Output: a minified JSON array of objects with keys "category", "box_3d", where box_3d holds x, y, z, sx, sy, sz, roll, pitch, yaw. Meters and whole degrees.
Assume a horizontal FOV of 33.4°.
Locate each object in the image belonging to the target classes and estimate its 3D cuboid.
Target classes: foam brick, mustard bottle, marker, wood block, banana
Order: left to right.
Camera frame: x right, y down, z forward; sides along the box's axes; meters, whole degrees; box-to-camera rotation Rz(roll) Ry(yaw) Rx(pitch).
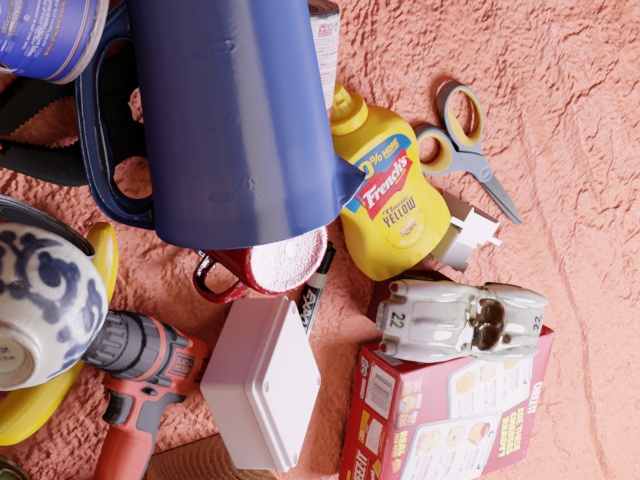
[{"category":"banana","box_3d":[-0.197,0.079,0.804,0.198,0.037,0.069,-61,170,-3]},{"category":"wood block","box_3d":[-0.101,0.292,0.971,0.090,0.090,0.206,-13,121,-32]},{"category":"marker","box_3d":[-0.010,0.056,0.961,0.020,0.020,0.121,3,111,-39]},{"category":"mustard bottle","box_3d":[0.043,-0.058,0.913,0.096,0.058,0.191,-37,131,-9]},{"category":"foam brick","box_3d":[0.094,0.061,1.022,0.078,0.051,0.053,3,111,-39]}]

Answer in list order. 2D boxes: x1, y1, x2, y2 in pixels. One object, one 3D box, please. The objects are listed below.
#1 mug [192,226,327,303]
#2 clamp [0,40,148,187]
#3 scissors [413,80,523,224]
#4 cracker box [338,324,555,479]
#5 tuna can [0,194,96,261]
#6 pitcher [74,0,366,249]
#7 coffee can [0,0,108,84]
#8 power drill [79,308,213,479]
[{"category":"mug","box_3d":[-0.056,0.001,0.852,0.117,0.082,0.093,-48,133,-6]},{"category":"clamp","box_3d":[-0.146,-0.103,0.756,0.209,0.036,0.164,-12,111,-29]},{"category":"scissors","box_3d":[0.137,-0.060,1.014,0.096,0.016,0.201,-37,131,-14]},{"category":"cracker box","box_3d":[0.129,0.169,1.095,0.213,0.072,0.164,-10,119,-35]},{"category":"tuna can","box_3d":[-0.201,0.003,0.738,0.086,0.086,0.034,25,98,-43]},{"category":"pitcher","box_3d":[-0.073,-0.121,0.707,0.148,0.145,0.243,-24,114,-42]},{"category":"coffee can","box_3d":[-0.211,-0.154,0.633,0.140,0.103,0.103,5,110,-39]},{"category":"power drill","box_3d":[-0.162,0.146,0.815,0.187,0.057,0.184,-66,153,-5]}]
